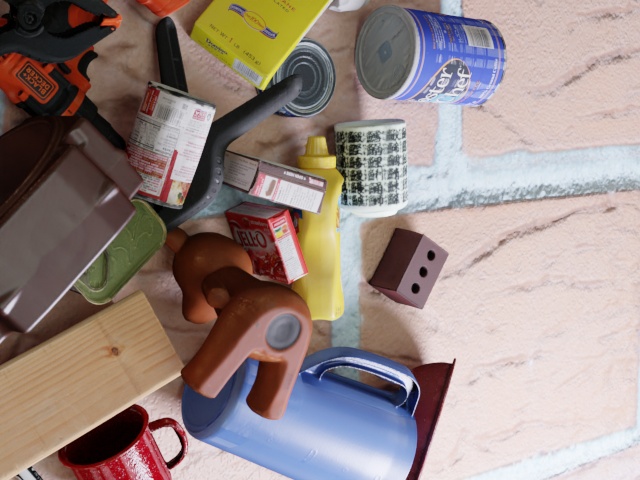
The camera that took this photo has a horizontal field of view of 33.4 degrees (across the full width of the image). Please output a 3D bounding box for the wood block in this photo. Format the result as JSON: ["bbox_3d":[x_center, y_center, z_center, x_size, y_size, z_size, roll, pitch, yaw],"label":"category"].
[{"bbox_3d":[-0.241,0.137,0.975,0.205,0.090,0.091,-29,91,-30],"label":"wood block"}]

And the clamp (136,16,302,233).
[{"bbox_3d":[-0.131,-0.105,1.037,0.210,0.165,0.036,-59,161,9],"label":"clamp"}]

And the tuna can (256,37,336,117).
[{"bbox_3d":[-0.025,-0.174,1.138,0.085,0.034,0.086,-6,100,-36],"label":"tuna can"}]

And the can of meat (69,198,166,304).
[{"bbox_3d":[-0.207,0.005,0.998,0.102,0.084,0.057,-49,122,-21],"label":"can of meat"}]

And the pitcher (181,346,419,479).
[{"bbox_3d":[-0.017,0.184,1.137,0.242,0.145,0.149,27,66,-33],"label":"pitcher"}]

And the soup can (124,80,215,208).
[{"bbox_3d":[-0.143,-0.088,0.983,0.068,0.069,0.102,15,99,-37],"label":"soup can"}]

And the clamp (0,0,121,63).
[{"bbox_3d":[-0.257,-0.180,0.900,0.171,0.039,0.120,7,113,-30],"label":"clamp"}]

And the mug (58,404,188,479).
[{"bbox_3d":[-0.184,0.213,1.038,0.117,0.093,0.081,-25,117,-10],"label":"mug"}]

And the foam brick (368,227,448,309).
[{"bbox_3d":[0.104,0.033,1.254,0.053,0.051,0.078,34,76,-35],"label":"foam brick"}]

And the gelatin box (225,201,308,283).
[{"bbox_3d":[-0.057,0.001,1.105,0.030,0.089,0.073,-29,113,-29],"label":"gelatin box"}]

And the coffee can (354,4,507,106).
[{"bbox_3d":[0.124,-0.206,1.201,0.140,0.103,0.103,-1,97,-37],"label":"coffee can"}]

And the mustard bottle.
[{"bbox_3d":[-0.004,-0.015,1.141,0.058,0.096,0.192,0,97,-2],"label":"mustard bottle"}]

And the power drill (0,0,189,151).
[{"bbox_3d":[-0.205,-0.180,0.981,0.184,0.057,0.187,45,75,-31],"label":"power drill"}]

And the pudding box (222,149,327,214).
[{"bbox_3d":[-0.060,-0.063,1.079,0.089,0.114,0.039,14,93,-37],"label":"pudding box"}]

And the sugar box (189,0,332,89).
[{"bbox_3d":[-0.043,-0.248,1.086,0.093,0.048,0.176,37,75,-5],"label":"sugar box"}]

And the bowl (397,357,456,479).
[{"bbox_3d":[0.111,0.207,1.252,0.055,0.162,0.162,18,90,8],"label":"bowl"}]
